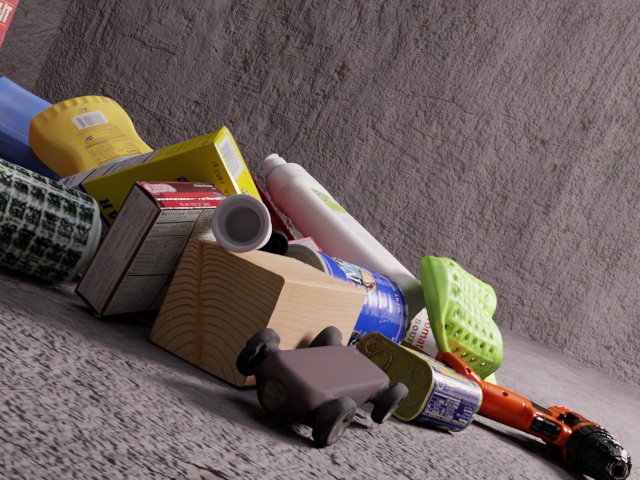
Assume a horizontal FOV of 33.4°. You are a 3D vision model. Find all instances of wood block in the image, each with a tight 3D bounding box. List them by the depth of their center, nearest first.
[{"bbox_3d":[-0.044,0.062,0.898,0.090,0.091,0.205,24,3,21],"label":"wood block"}]

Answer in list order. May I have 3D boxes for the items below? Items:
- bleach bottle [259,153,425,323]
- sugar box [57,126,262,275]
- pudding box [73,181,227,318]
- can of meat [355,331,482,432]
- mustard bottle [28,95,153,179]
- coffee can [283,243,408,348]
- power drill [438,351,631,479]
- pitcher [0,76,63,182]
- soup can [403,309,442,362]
[{"bbox_3d":[0.017,-0.007,1.242,0.251,0.068,0.102,48,11,25],"label":"bleach bottle"},{"bbox_3d":[-0.143,-0.027,0.917,0.176,0.093,0.048,-16,20,20],"label":"sugar box"},{"bbox_3d":[-0.130,0.006,0.843,0.039,0.114,0.089,43,24,27],"label":"pudding box"},{"bbox_3d":[0.089,0.134,0.996,0.083,0.057,0.102,24,2,-43],"label":"can of meat"},{"bbox_3d":[-0.190,-0.058,1.009,0.096,0.058,0.192,-20,55,-37],"label":"mustard bottle"},{"bbox_3d":[0.009,0.069,1.088,0.103,0.103,0.140,26,4,42],"label":"coffee can"},{"bbox_3d":[0.208,0.183,1.084,0.187,0.057,0.184,26,-1,-8],"label":"power drill"},{"bbox_3d":[-0.264,-0.064,1.138,0.242,0.145,0.149,26,40,-6],"label":"pitcher"},{"bbox_3d":[0.159,0.136,1.412,0.102,0.068,0.068,23,3,4],"label":"soup can"}]
